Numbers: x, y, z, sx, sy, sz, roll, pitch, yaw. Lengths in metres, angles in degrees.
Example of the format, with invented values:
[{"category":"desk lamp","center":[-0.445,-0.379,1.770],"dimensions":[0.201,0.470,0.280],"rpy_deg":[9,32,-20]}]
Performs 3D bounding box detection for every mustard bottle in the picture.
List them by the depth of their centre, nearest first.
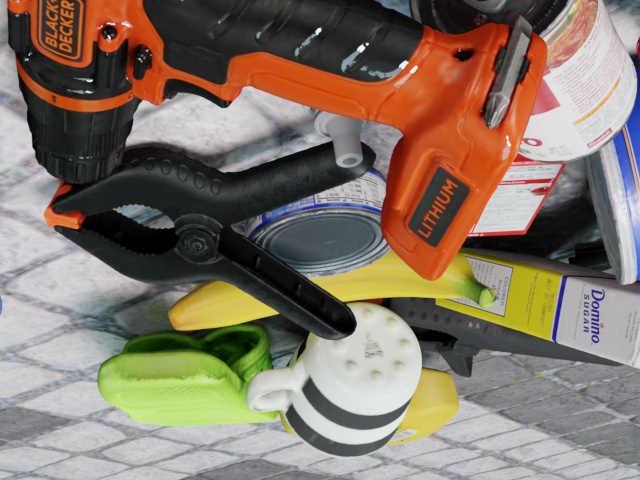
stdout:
[{"category":"mustard bottle","center":[0.023,0.119,0.799],"dimensions":[0.096,0.058,0.191],"rpy_deg":[-21,159,27]}]

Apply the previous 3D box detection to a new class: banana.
[{"category":"banana","center":[0.007,0.025,0.655],"dimensions":[0.198,0.037,0.069],"rpy_deg":[-7,-168,11]}]

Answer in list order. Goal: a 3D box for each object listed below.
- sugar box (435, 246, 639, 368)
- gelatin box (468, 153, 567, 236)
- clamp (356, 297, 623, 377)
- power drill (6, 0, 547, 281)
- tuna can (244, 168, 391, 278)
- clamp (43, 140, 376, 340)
[{"category":"sugar box","center":[0.159,0.040,0.642],"dimensions":[0.093,0.048,0.176],"rpy_deg":[7,-173,-30]},{"category":"gelatin box","center":[0.086,-0.033,0.586],"dimensions":[0.073,0.030,0.089],"rpy_deg":[-3,154,-7]},{"category":"clamp","center":[0.112,0.066,0.773],"dimensions":[0.165,0.036,0.209],"rpy_deg":[-10,156,41]},{"category":"power drill","center":[-0.026,-0.052,0.398],"dimensions":[0.187,0.057,0.185],"rpy_deg":[22,148,-1]},{"category":"tuna can","center":[-0.001,-0.011,0.602],"dimensions":[0.086,0.034,0.086],"rpy_deg":[-6,155,-3]},{"category":"clamp","center":[-0.054,0.001,0.553],"dimensions":[0.171,0.039,0.120],"rpy_deg":[2,120,12]}]
